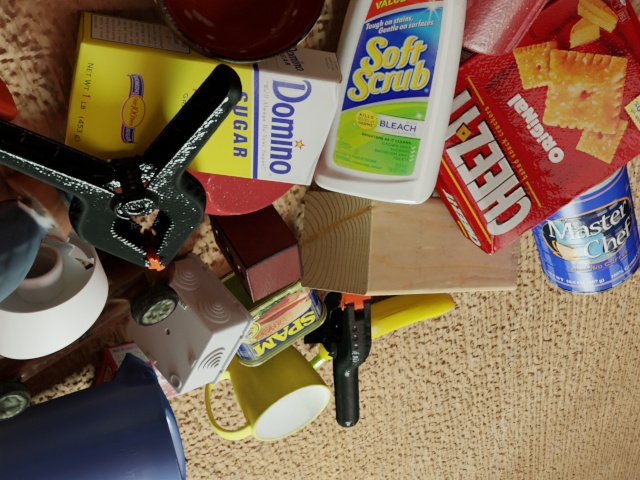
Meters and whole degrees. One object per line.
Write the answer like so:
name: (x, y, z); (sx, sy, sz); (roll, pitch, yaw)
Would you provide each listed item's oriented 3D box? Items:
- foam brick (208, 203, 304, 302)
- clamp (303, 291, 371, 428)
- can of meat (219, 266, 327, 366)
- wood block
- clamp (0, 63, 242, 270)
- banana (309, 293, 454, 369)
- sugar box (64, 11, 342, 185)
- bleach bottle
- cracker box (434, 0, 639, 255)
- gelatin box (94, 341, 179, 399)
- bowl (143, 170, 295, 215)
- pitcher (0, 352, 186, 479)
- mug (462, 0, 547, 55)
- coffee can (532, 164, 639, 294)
foam brick: (-0.056, 0.001, 0.914); (0.051, 0.078, 0.053); (-27, 146, -13)
clamp: (0.024, 0.112, 1.075); (0.039, 0.120, 0.172); (-18, 156, -20)
can of meat: (-0.052, 0.061, 1.021); (0.102, 0.057, 0.084); (-32, 146, -7)
wood block: (0.089, 0.002, 1.007); (0.205, 0.091, 0.090); (1, 94, -41)
clamp: (-0.117, -0.041, 0.710); (0.164, 0.036, 0.210); (-14, 152, 1)
banana: (0.075, 0.088, 1.203); (0.197, 0.037, 0.070); (-20, 164, -21)
sugar box: (-0.080, -0.093, 0.728); (0.176, 0.048, 0.093); (7, 130, -14)
bleach bottle: (0.054, -0.152, 0.795); (0.068, 0.102, 0.251); (-64, 162, -55)
cracker box: (0.186, -0.115, 0.920); (0.213, 0.072, 0.164); (-35, 112, -2)
gelatin box: (-0.170, 0.128, 1.021); (0.089, 0.030, 0.073); (-11, 141, -35)
bowl: (-0.060, -0.071, 0.834); (0.162, 0.055, 0.162); (-25, 147, -18)
pitcher: (-0.238, 0.214, 0.936); (0.242, 0.149, 0.145); (-15, 141, -9)
mug: (0.138, -0.204, 0.828); (0.082, 0.093, 0.117); (-59, 178, 41)
coffee can: (0.254, -0.031, 1.043); (0.102, 0.103, 0.140); (-31, 131, -7)
